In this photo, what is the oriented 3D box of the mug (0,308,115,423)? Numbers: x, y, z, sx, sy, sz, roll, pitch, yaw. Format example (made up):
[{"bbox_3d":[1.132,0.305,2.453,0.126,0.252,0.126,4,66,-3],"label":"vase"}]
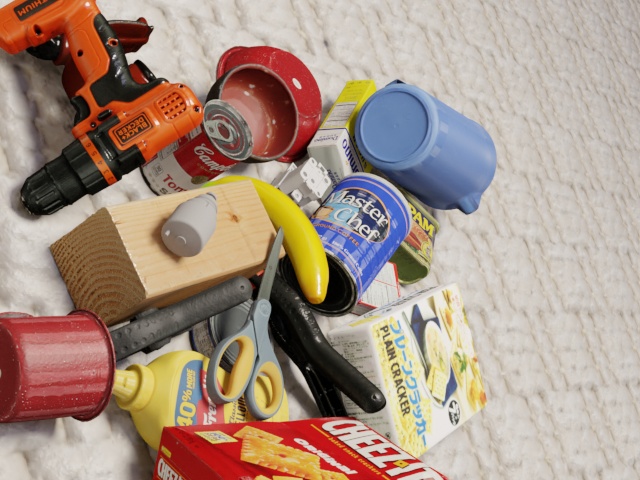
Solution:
[{"bbox_3d":[-0.230,0.094,0.855,0.081,0.093,0.117,2,34,-46],"label":"mug"}]

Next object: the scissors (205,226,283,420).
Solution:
[{"bbox_3d":[-0.048,0.085,1.016,0.096,0.016,0.201,51,44,-23],"label":"scissors"}]

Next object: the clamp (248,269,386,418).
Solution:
[{"bbox_3d":[-0.012,0.119,1.107,0.036,0.165,0.210,-30,68,-22],"label":"clamp"}]

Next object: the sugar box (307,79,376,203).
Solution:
[{"bbox_3d":[0.037,-0.124,1.351,0.176,0.048,0.093,-67,147,-51],"label":"sugar box"}]

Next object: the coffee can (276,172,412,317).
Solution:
[{"bbox_3d":[0.028,0.004,1.201,0.103,0.103,0.140,51,48,-13],"label":"coffee can"}]

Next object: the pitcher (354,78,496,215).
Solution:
[{"bbox_3d":[0.129,-0.130,1.373,0.242,0.149,0.145,18,91,-66],"label":"pitcher"}]

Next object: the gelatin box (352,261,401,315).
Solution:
[{"bbox_3d":[0.059,0.056,1.292,0.089,0.030,0.073,20,53,-44],"label":"gelatin box"}]

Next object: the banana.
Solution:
[{"bbox_3d":[-0.047,-0.013,1.120,0.198,0.069,0.037,41,-16,25],"label":"banana"}]

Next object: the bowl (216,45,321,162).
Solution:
[{"bbox_3d":[-0.049,-0.178,1.299,0.161,0.055,0.162,32,44,-36],"label":"bowl"}]

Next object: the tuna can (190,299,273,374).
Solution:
[{"bbox_3d":[-0.089,0.097,1.069,0.086,0.034,0.086,31,44,-36],"label":"tuna can"}]

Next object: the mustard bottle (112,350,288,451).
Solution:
[{"bbox_3d":[-0.115,0.152,0.974,0.191,0.058,0.096,27,61,-39],"label":"mustard bottle"}]

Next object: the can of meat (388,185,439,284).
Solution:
[{"bbox_3d":[0.102,-0.005,1.367,0.102,0.058,0.084,42,41,-26],"label":"can of meat"}]

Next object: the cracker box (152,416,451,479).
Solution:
[{"bbox_3d":[-0.012,0.213,0.917,0.213,0.164,0.072,3,104,-36],"label":"cracker box"}]

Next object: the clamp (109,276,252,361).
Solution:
[{"bbox_3d":[-0.153,0.082,0.962,0.171,0.120,0.039,-21,79,-34],"label":"clamp"}]

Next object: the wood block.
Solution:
[{"bbox_3d":[-0.140,0.010,1.017,0.205,0.090,0.091,-16,78,-55],"label":"wood block"}]

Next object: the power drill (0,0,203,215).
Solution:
[{"bbox_3d":[-0.227,-0.136,0.975,0.187,0.184,0.057,56,-9,5],"label":"power drill"}]

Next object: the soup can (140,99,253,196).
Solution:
[{"bbox_3d":[-0.128,-0.091,1.092,0.068,0.102,0.068,31,44,-36],"label":"soup can"}]
